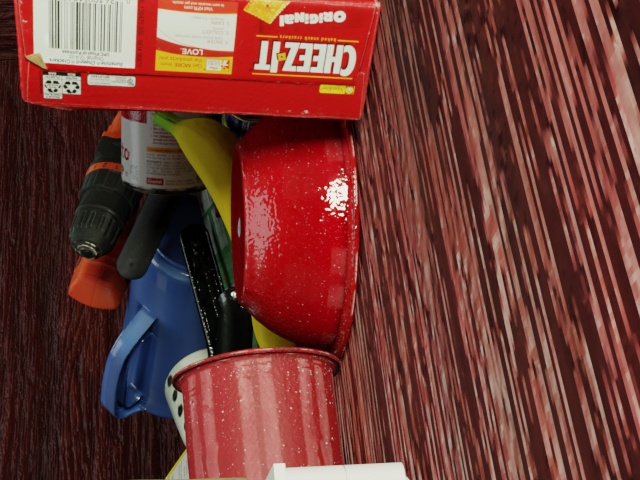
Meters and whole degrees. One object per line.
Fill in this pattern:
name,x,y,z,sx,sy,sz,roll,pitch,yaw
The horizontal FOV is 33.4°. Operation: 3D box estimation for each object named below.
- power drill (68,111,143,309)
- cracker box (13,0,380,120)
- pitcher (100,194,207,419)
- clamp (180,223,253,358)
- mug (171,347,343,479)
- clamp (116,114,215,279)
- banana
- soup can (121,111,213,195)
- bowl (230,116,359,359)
power drill,-0.193,-0.017,0.989,0.188,0.057,0.184,115,173,-50
cracker box,-0.070,-0.145,0.567,0.214,0.164,0.072,-104,19,-53
pitcher,-0.138,0.071,1.052,0.243,0.145,0.149,106,164,-51
clamp,-0.069,0.101,0.840,0.165,0.036,0.210,-146,45,-70
mug,-0.025,0.113,0.577,0.117,0.093,0.081,38,-139,-60
clamp,-0.117,-0.050,0.855,0.120,0.039,0.172,-90,25,-56
banana,-0.047,-0.002,0.706,0.070,0.037,0.198,5,120,61
soup can,-0.109,-0.090,0.763,0.068,0.068,0.102,-117,29,-69
bowl,-0.020,-0.010,0.606,0.162,0.055,0.162,179,90,-80
